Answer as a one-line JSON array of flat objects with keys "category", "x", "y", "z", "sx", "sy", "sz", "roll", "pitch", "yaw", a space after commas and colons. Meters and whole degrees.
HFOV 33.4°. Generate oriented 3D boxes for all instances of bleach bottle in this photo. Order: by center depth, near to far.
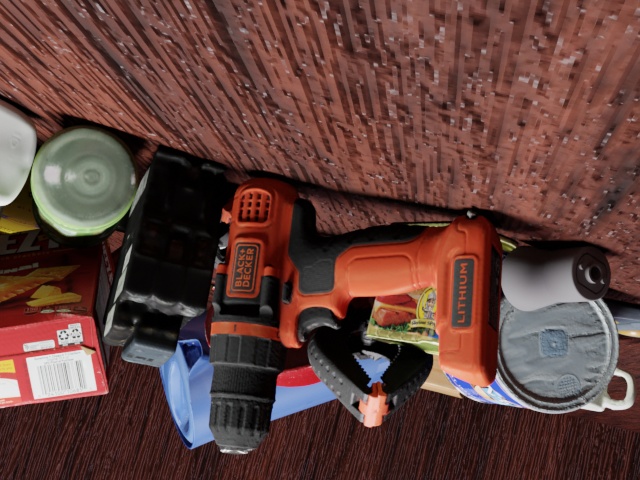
[{"category": "bleach bottle", "x": -0.324, "y": -0.086, "z": 0.742, "sx": 0.251, "sy": 0.068, "sz": 0.102, "roll": 13, "pitch": 170, "yaw": 28}]

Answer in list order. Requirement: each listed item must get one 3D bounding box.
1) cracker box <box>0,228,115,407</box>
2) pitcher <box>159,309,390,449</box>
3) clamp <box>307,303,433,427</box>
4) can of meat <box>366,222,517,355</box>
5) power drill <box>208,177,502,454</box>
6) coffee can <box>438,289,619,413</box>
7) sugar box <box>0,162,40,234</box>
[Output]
[{"category": "cracker box", "x": -0.251, "y": 0.056, "z": 0.844, "sx": 0.164, "sy": 0.072, "sz": 0.214, "roll": -8, "pitch": -159, "yaw": -6}, {"category": "pitcher", "x": -0.043, "y": 0.123, "z": 1.105, "sx": 0.242, "sy": 0.145, "sz": 0.149, "roll": -12, "pitch": -161, "yaw": -19}, {"category": "clamp", "x": 0.048, "y": 0.070, "z": 0.836, "sx": 0.164, "sy": 0.036, "sz": 0.210, "roll": 2, "pitch": -152, "yaw": -9}, {"category": "can of meat", "x": 0.082, "y": 0.036, "z": 0.749, "sx": 0.057, "sy": 0.084, "sz": 0.102, "roll": 19, "pitch": 171, "yaw": -29}, {"category": "power drill", "x": 0.018, "y": 0.050, "z": 0.684, "sx": 0.188, "sy": 0.184, "sz": 0.057, "roll": 2, "pitch": 168, "yaw": 18}, {"category": "coffee can", "x": 0.161, "y": 0.083, "z": 0.856, "sx": 0.102, "sy": 0.103, "sz": 0.140, "roll": 16, "pitch": 172, "yaw": -8}, {"category": "sugar box", "x": -0.276, "y": -0.022, "z": 1.002, "sx": 0.093, "sy": 0.048, "sz": 0.176, "roll": 16, "pitch": 156, "yaw": -11}]
